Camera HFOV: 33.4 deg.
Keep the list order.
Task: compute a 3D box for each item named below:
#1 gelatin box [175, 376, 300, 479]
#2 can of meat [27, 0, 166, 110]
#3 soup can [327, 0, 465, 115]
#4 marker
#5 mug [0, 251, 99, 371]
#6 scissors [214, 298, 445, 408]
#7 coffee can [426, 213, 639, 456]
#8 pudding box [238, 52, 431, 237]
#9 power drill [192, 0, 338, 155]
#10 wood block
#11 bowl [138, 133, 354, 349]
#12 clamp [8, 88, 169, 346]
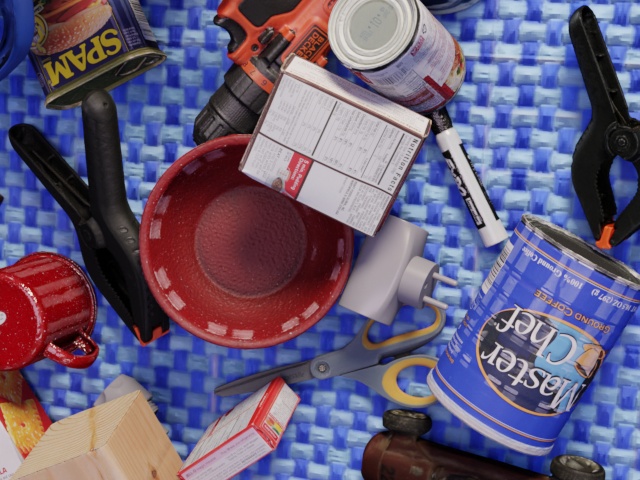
[{"bbox_3d":[-0.063,0.155,0.837,0.089,0.073,0.030,-38,98,25],"label":"gelatin box"},{"bbox_3d":[-0.186,-0.163,0.847,0.102,0.057,0.084,-24,88,16],"label":"can of meat"},{"bbox_3d":[0.055,-0.135,0.753,0.069,0.102,0.068,-5,77,25],"label":"soup can"},{"bbox_3d":[0.107,-0.053,0.802,0.020,0.020,0.121,-25,90,16],"label":"marker"},{"bbox_3d":[-0.234,0.067,0.875,0.117,0.081,0.093,38,105,7],"label":"mug"},{"bbox_3d":[0.019,0.114,0.848,0.202,0.016,0.096,-31,88,16],"label":"scissors"},{"bbox_3d":[0.154,0.066,0.761,0.103,0.102,0.140,30,103,9],"label":"coffee can"},{"bbox_3d":[0.009,-0.066,0.756,0.113,0.039,0.090,25,119,-2],"label":"pudding box"},{"bbox_3d":[-0.079,-0.168,0.773,0.187,0.057,0.184,34,107,-32],"label":"power drill"},{"bbox_3d":[-0.141,0.237,0.843,0.090,0.090,0.206,-23,105,16],"label":"wood block"},{"bbox_3d":[-0.055,0.001,0.822,0.162,0.055,0.162,0,90,0],"label":"bowl"},{"bbox_3d":[-0.179,-0.015,0.855,0.165,0.036,0.210,4,117,51],"label":"clamp"}]
